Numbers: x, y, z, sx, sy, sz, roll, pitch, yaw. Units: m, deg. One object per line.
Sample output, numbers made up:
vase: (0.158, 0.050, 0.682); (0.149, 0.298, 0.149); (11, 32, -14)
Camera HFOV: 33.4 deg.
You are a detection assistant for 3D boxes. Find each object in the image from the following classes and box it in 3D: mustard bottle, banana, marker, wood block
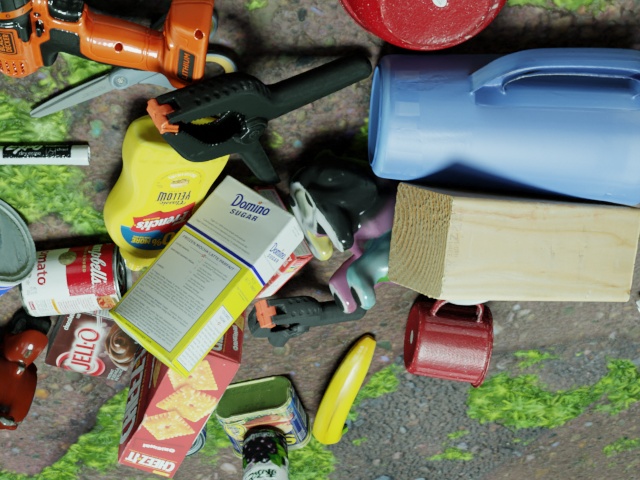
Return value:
mustard bottle: (-0.157, -0.037, 1.028); (0.096, 0.058, 0.192); (-5, 142, -31)
banana: (0.023, 0.192, 1.286); (0.037, 0.069, 0.198); (26, 137, 10)
marker: (-0.279, -0.080, 1.005); (0.121, 0.020, 0.020); (0, 136, -4)
wood block: (0.174, 0.003, 0.955); (0.205, 0.091, 0.090); (2, 98, -28)

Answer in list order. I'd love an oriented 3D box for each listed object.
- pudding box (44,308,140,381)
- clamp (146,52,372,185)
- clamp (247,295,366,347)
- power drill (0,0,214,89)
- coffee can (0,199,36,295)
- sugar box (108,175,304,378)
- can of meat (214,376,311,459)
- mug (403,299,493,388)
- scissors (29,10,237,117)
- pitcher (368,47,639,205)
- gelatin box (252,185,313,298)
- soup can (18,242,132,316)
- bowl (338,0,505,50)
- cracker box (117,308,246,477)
pudding box: (-0.249, 0.105, 1.188); (0.090, 0.039, 0.114); (16, 133, -19)
clamp: (-0.056, -0.111, 0.916); (0.165, 0.036, 0.209); (-45, 155, 26)
clamp: (-0.018, 0.081, 1.138); (0.120, 0.039, 0.171); (-25, 168, 7)
power drill: (-0.178, -0.180, 0.835); (0.187, 0.057, 0.184); (10, 159, -5)
coffee can: (-0.366, 0.029, 1.054); (0.140, 0.103, 0.102); (-32, 130, 27)
sugar box: (-0.104, 0.031, 0.992); (0.176, 0.093, 0.048); (-48, 149, -15)
can of meat: (-0.071, 0.215, 1.303); (0.102, 0.057, 0.084); (-12, 134, 9)
mug: (0.142, 0.104, 1.181); (0.081, 0.093, 0.117); (9, 129, -6)
scissors: (-0.159, -0.137, 0.954); (0.202, 0.016, 0.096); (-32, 125, 26)
pitcher: (0.168, -0.108, 0.930); (0.242, 0.145, 0.149); (3, 111, -3)
gelatin box: (-0.057, 0.001, 1.058); (0.030, 0.089, 0.073); (-9, 152, -49)
soup can: (-0.251, 0.040, 1.099); (0.102, 0.068, 0.068); (-6, 136, 3)
bowl: (0.091, -0.211, 0.869); (0.162, 0.055, 0.162); (-2, 137, -2)
cracker box: (-0.144, 0.120, 1.120); (0.072, 0.164, 0.214); (19, 132, -16)
